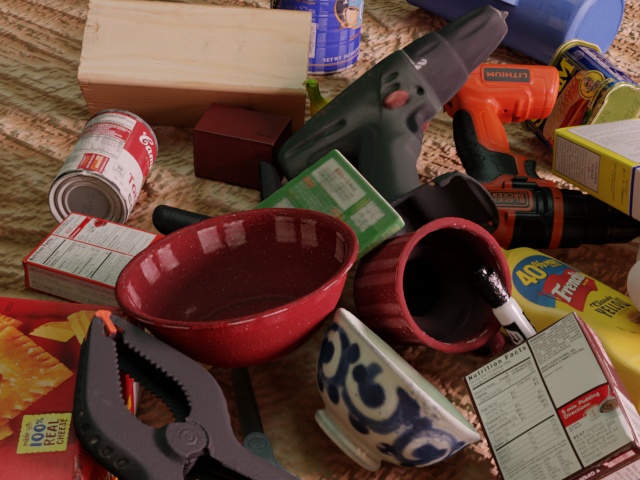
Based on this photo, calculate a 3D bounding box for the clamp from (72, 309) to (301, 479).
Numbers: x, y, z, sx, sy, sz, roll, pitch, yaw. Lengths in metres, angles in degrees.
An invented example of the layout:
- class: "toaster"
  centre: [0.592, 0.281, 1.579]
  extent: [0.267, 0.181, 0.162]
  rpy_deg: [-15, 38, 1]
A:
- class: "clamp"
  centre: [-0.070, 0.124, 0.609]
  extent: [0.164, 0.036, 0.210]
  rpy_deg: [-5, 49, -39]

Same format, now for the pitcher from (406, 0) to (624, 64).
- class: "pitcher"
  centre: [0.209, -0.284, 1.202]
  extent: [0.149, 0.145, 0.243]
  rpy_deg: [-41, 56, -19]

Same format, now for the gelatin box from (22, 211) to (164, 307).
- class: "gelatin box"
  centre: [-0.174, 0.017, 0.829]
  extent: [0.089, 0.030, 0.073]
  rpy_deg: [14, 38, 14]

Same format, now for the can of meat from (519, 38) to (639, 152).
- class: "can of meat"
  centre: [0.248, -0.124, 1.006]
  extent: [0.057, 0.102, 0.084]
  rpy_deg: [8, 33, -33]

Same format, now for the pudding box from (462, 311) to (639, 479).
- class: "pudding box"
  centre: [0.149, 0.112, 0.675]
  extent: [0.090, 0.039, 0.113]
  rpy_deg: [-34, 39, 17]

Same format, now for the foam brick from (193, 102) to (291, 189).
- class: "foam brick"
  centre: [-0.070, -0.084, 0.961]
  extent: [0.078, 0.051, 0.053]
  rpy_deg: [13, 38, 13]

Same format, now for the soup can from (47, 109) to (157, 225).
- class: "soup can"
  centre: [-0.182, -0.057, 0.898]
  extent: [0.068, 0.068, 0.102]
  rpy_deg: [7, 36, 3]

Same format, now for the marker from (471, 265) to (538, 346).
- class: "marker"
  centre: [0.141, 0.067, 0.731]
  extent: [0.020, 0.121, 0.020]
  rpy_deg: [-34, 11, 7]

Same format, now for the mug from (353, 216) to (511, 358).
- class: "mug"
  centre: [0.084, 0.042, 0.765]
  extent: [0.093, 0.117, 0.082]
  rpy_deg: [-53, 16, -20]

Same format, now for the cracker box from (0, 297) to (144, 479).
- class: "cracker box"
  centre: [-0.228, 0.105, 0.665]
  extent: [0.213, 0.072, 0.164]
  rpy_deg: [5, 35, 1]

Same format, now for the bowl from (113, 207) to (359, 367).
- class: "bowl"
  centre: [-0.051, 0.037, 0.705]
  extent: [0.162, 0.055, 0.162]
  rpy_deg: [-9, 26, 4]

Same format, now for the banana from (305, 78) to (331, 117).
- class: "banana"
  centre: [0.041, -0.133, 1.026]
  extent: [0.037, 0.070, 0.197]
  rpy_deg: [23, 26, 22]

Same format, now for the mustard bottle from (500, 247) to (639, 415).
- class: "mustard bottle"
  centre: [0.179, 0.054, 0.788]
  extent: [0.192, 0.058, 0.096]
  rpy_deg: [31, 34, 33]

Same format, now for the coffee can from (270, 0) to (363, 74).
- class: "coffee can"
  centre: [-0.003, -0.263, 1.139]
  extent: [0.103, 0.140, 0.103]
  rpy_deg: [3, 36, -2]

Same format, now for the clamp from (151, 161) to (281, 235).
- class: "clamp"
  centre: [-0.056, 0.001, 0.857]
  extent: [0.120, 0.039, 0.172]
  rpy_deg: [-24, 44, -18]

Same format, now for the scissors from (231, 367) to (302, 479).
- class: "scissors"
  centre: [-0.022, 0.142, 0.683]
  extent: [0.096, 0.016, 0.201]
  rpy_deg: [6, 36, 0]

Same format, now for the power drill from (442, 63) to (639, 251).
- class: "power drill"
  centre: [0.180, -0.072, 0.930]
  extent: [0.184, 0.057, 0.187]
  rpy_deg: [3, 50, -1]

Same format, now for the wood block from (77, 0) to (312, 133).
- class: "wood block"
  centre: [-0.115, -0.163, 1.009]
  extent: [0.206, 0.091, 0.090]
  rpy_deg: [4, 71, -1]
